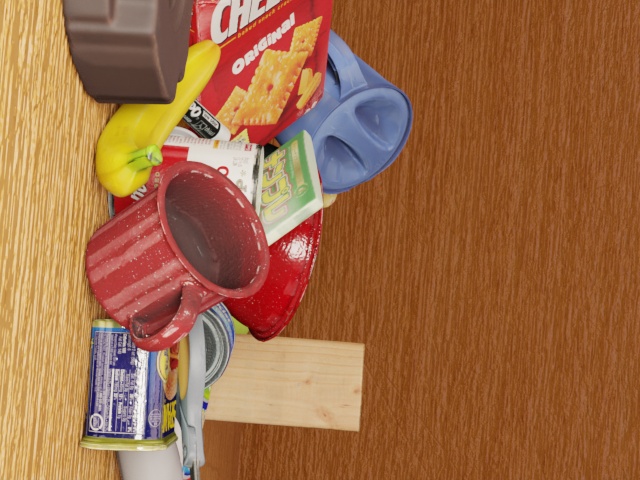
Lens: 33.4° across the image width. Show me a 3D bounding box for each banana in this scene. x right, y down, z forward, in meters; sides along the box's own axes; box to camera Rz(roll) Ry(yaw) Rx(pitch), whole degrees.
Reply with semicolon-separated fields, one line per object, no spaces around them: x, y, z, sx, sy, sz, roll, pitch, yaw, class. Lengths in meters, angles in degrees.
-0.109;-0.077;0.703;0.037;0.070;0.197;60;19;-25;banana

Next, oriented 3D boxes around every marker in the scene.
-0.106;-0.105;0.797;0.121;0.020;0.020;42;46;-53;marker

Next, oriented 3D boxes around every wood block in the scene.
-0.061;0.147;1.112;0.091;0.206;0.090;94;1;-79;wood block

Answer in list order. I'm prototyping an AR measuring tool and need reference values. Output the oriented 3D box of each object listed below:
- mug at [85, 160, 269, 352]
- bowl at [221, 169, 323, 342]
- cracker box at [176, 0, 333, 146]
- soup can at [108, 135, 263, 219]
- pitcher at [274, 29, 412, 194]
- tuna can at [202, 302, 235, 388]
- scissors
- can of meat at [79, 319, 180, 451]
-0.093;0.018;0.664;0.082;0.093;0.117;-30;-137;32;mug
-0.056;0.001;0.899;0.162;0.055;0.162;-166;-90;-69;bowl
-0.062;-0.165;0.875;0.164;0.072;0.214;-42;156;-30;cracker box
-0.094;-0.039;0.759;0.068;0.102;0.068;180;-85;-89;soup can
-0.021;-0.177;1.147;0.243;0.144;0.149;48;-65;35;pitcher
-0.113;0.082;0.870;0.033;0.086;0.086;-82;177;-76;tuna can
-0.098;0.149;0.782;0.096;0.016;0.202;149;-59;-67;scissors
-0.128;0.098;0.735;0.102;0.057;0.084;98;-5;-84;can of meat
